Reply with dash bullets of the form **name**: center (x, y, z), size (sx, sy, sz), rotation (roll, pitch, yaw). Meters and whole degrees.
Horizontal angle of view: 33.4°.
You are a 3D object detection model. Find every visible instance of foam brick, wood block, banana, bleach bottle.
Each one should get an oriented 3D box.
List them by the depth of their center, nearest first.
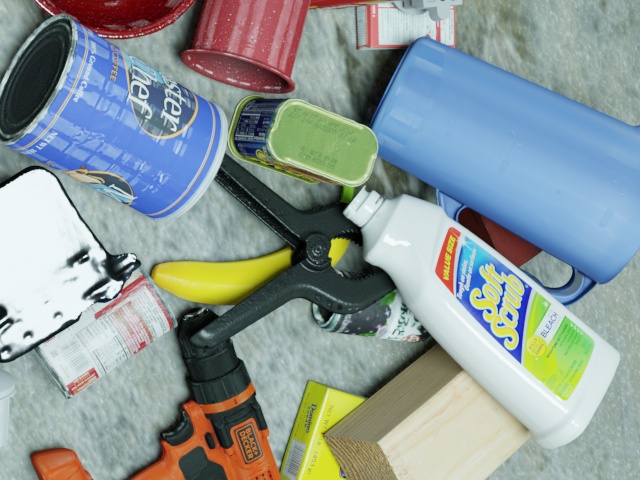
- **bleach bottle**: center (0.119, 0.051, 0.862), size (0.251, 0.068, 0.102), rotation (39, 60, -3)
- **banana**: center (-0.044, 0.016, 0.906), size (0.197, 0.037, 0.069), rotation (-26, 88, -22)
- **wood block**: center (0.118, 0.148, 0.924), size (0.205, 0.091, 0.090), rotation (-34, 101, -28)
- **foam brick**: center (0.164, -0.015, 0.989), size (0.051, 0.053, 0.078), rotation (-32, 109, -19)

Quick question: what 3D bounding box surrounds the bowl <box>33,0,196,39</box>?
- **bowl**: center (-0.163, -0.232, 0.804), size (0.161, 0.055, 0.162), rotation (-3, 98, -25)

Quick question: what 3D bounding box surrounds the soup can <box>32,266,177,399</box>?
- **soup can**: center (-0.172, 0.068, 0.831), size (0.102, 0.069, 0.068), rotation (-35, 110, -17)

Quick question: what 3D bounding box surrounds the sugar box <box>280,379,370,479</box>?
- **sugar box**: center (0.057, 0.195, 0.968), size (0.176, 0.048, 0.093), rotation (20, 85, -25)

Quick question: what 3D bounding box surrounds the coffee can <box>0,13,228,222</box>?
- **coffee can**: center (-0.154, -0.087, 0.787), size (0.140, 0.103, 0.103), rotation (29, 84, -37)

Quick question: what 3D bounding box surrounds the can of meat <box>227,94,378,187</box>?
- **can of meat**: center (-0.014, -0.081, 0.879), size (0.102, 0.084, 0.057), rotation (18, 88, -27)

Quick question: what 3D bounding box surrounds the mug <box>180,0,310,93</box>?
- **mug**: center (-0.051, -0.166, 0.846), size (0.117, 0.093, 0.081), rotation (31, 72, -69)

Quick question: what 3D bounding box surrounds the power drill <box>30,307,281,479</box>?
- **power drill**: center (-0.133, 0.167, 0.868), size (0.187, 0.057, 0.184), rotation (-24, 106, -21)

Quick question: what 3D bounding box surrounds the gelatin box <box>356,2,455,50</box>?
- **gelatin box**: center (0.075, -0.204, 0.937), size (0.089, 0.030, 0.073), rotation (-5, 97, -25)

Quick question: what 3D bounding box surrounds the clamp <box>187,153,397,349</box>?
- **clamp**: center (-0.014, 0.021, 0.873), size (0.209, 0.036, 0.164), rotation (13, 73, -19)

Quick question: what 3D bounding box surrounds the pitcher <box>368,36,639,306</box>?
- **pitcher**: center (0.161, -0.063, 0.901), size (0.243, 0.145, 0.149), rotation (27, 55, 2)
